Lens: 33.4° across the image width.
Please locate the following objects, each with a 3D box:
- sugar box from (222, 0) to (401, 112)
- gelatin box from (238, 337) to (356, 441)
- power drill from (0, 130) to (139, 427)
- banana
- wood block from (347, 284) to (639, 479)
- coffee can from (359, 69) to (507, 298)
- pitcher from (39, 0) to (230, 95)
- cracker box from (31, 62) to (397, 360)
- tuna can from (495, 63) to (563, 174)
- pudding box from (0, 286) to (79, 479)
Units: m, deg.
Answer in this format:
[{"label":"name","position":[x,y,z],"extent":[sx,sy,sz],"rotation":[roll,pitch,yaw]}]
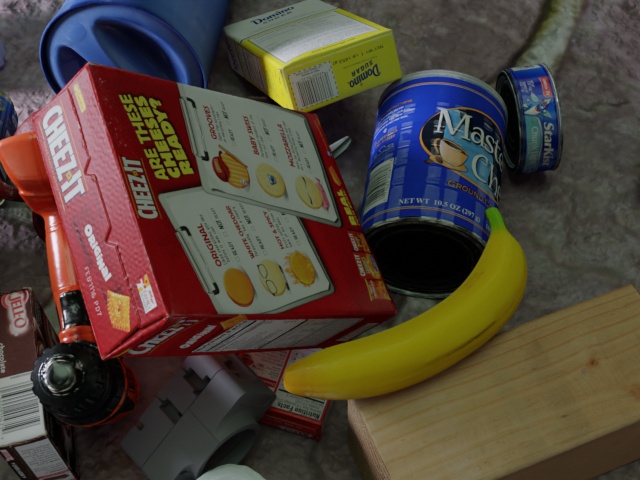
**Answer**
[{"label":"sugar box","position":[-0.012,-0.153,0.865],"extent":[0.093,0.048,0.176],"rotation":[-21,23,-12]},{"label":"gelatin box","position":[-0.021,0.090,0.760],"extent":[0.073,0.030,0.089],"rotation":[15,58,10]},{"label":"power drill","position":[-0.163,0.027,0.685],"extent":[0.057,0.184,0.187],"rotation":[-10,79,-6]},{"label":"banana","position":[0.069,0.052,0.676],"extent":[0.197,0.037,0.070],"rotation":[-35,45,-25]},{"label":"wood block","position":[0.129,0.117,0.701],"extent":[0.206,0.091,0.090],"rotation":[-19,58,-11]},{"label":"coffee can","position":[0.085,-0.042,0.802],"extent":[0.103,0.103,0.140],"rotation":[7,57,6]},{"label":"pitcher","position":[-0.137,-0.220,0.894],"extent":[0.145,0.149,0.242],"rotation":[27,47,-17]},{"label":"cracker box","position":[-0.063,-0.012,0.682],"extent":[0.213,0.072,0.164],"rotation":[4,59,-51]},{"label":"tuna can","position":[0.164,-0.096,0.846],"extent":[0.033,0.086,0.086],"rotation":[-7,56,-2]},{"label":"pudding box","position":[-0.195,0.102,0.721],"extent":[0.039,0.090,0.113],"rotation":[-12,58,-3]}]
